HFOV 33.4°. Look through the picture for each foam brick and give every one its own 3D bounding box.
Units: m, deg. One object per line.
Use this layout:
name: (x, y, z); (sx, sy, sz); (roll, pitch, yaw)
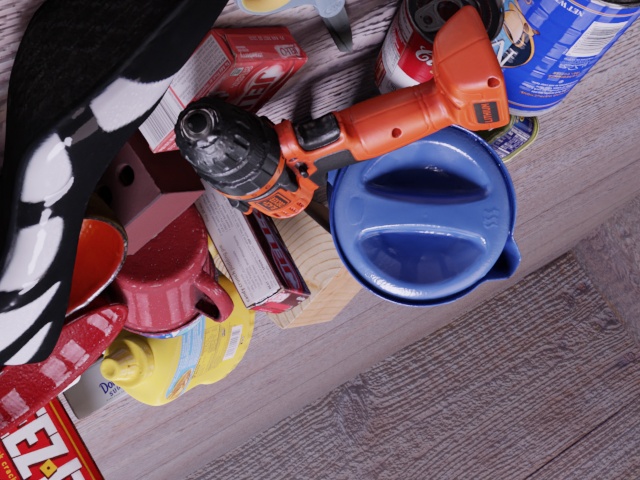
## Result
foam brick: (-0.124, -0.030, 0.683); (0.078, 0.053, 0.051); (-39, 166, 24)

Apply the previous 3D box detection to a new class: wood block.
wood block: (-0.014, 0.020, 1.003); (0.090, 0.091, 0.206); (-48, 170, 6)

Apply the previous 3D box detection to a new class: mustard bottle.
mustard bottle: (-0.124, 0.088, 0.903); (0.191, 0.058, 0.096); (-16, 127, -66)

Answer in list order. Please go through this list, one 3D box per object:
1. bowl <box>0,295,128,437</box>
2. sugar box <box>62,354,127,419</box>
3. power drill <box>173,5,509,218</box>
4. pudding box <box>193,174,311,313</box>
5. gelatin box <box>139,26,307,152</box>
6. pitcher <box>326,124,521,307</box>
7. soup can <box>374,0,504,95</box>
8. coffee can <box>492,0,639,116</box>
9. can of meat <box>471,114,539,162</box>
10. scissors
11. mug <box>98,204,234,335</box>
bowl: (-0.210, 0.078, 0.724); (0.162, 0.055, 0.162); (-40, 171, -8)
sugar box: (-0.204, 0.129, 1.026); (0.093, 0.048, 0.176); (-30, -176, -14)
power drill: (0.017, -0.075, 0.646); (0.188, 0.057, 0.184); (-21, 169, 10)
pudding box: (-0.055, 0.001, 0.835); (0.039, 0.113, 0.090); (-31, 168, 7)
gelatin box: (-0.060, -0.092, 0.654); (0.089, 0.030, 0.073); (-41, 166, 33)
pitcher: (0.057, -0.039, 0.857); (0.145, 0.149, 0.243); (-16, -172, -2)
soup can: (0.081, -0.138, 0.752); (0.068, 0.068, 0.102); (-29, 168, -19)
coffee can: (0.168, -0.169, 0.770); (0.102, 0.103, 0.140); (-27, 166, -27)
can of meat: (0.126, -0.117, 0.875); (0.057, 0.102, 0.083); (-38, 165, 17)
scissors: (-0.012, -0.138, 0.635); (0.096, 0.016, 0.202); (-29, 167, -12)
mug: (-0.112, 0.020, 0.771); (0.093, 0.117, 0.081); (-50, 169, -21)
